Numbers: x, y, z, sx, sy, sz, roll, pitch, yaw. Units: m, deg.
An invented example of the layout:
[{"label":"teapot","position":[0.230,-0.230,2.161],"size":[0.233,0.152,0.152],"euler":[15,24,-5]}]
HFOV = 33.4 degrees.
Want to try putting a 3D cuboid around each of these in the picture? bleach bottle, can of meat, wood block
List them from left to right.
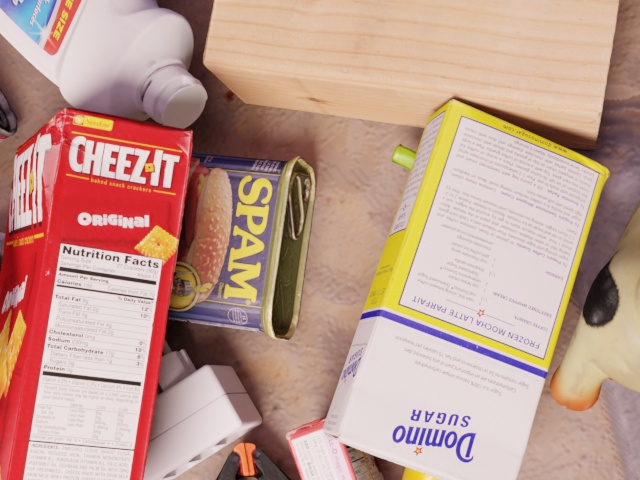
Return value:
[{"label":"bleach bottle","position":[-0.144,-0.152,0.609],"size":[0.251,0.068,0.102],"euler":[44,100,28]},{"label":"can of meat","position":[-0.054,0.001,0.606],"size":[0.084,0.057,0.102],"euler":[6,84,15]},{"label":"wood block","position":[0.053,-0.113,0.580],"size":[0.206,0.090,0.090],"euler":[9,85,13]}]

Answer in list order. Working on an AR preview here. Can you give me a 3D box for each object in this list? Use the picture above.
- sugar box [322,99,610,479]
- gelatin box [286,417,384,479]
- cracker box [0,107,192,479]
[{"label":"sugar box","position":[0.073,0.029,0.533],"size":[0.093,0.048,0.176],"euler":[22,81,-8]},{"label":"gelatin box","position":[0.016,0.137,0.564],"size":[0.030,0.073,0.089],"euler":[-23,79,9]},{"label":"cracker box","position":[-0.135,0.049,0.560],"size":[0.072,0.164,0.214],"euler":[10,84,-23]}]
